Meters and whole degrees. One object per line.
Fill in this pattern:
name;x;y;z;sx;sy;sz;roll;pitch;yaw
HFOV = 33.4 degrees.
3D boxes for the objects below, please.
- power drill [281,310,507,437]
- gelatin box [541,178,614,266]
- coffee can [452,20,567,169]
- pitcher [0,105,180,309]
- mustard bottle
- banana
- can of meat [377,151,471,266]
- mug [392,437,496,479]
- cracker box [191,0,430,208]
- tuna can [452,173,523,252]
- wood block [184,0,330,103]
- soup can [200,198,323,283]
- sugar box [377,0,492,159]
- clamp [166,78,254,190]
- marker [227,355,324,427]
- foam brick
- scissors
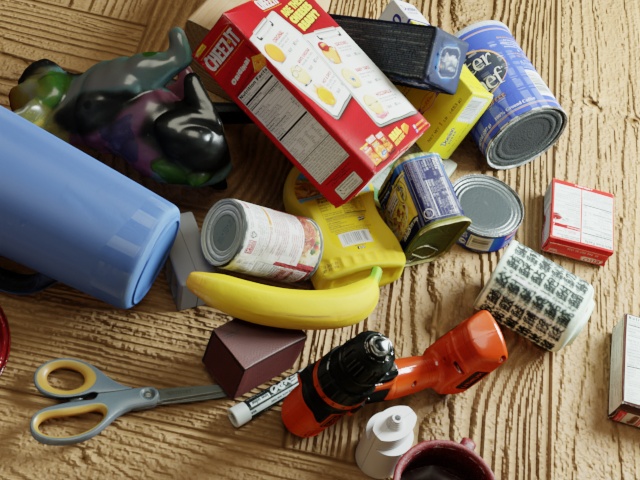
power drill;0.071;0.113;0.955;0.187;0.185;0.057;-9;69;-29
gelatin box;0.285;-0.020;1.180;0.073;0.030;0.089;14;53;-3
coffee can;0.204;-0.167;1.225;0.102;0.103;0.140;-14;59;-21
pitcher;-0.262;-0.026;0.987;0.243;0.149;0.145;27;68;2
mustard bottle;0.013;-0.036;1.118;0.096;0.058;0.192;-12;58;-16
banana;-0.025;0.056;0.996;0.197;0.037;0.070;1;30;-21
can of meat;0.103;-0.032;1.097;0.057;0.102;0.084;-13;69;-20
mug;0.104;0.224;0.931;0.093;0.082;0.117;26;54;8
cracker box;-0.006;-0.151;1.089;0.213;0.072;0.164;46;34;0
tuna can;0.175;-0.029;1.161;0.086;0.034;0.086;5;53;-8
wood block;-0.069;-0.264;1.248;0.090;0.091;0.205;28;54;9
soup can;-0.057;0.001;1.036;0.102;0.069;0.068;14;45;-42
sugar box;0.112;-0.185;1.213;0.048;0.093;0.176;3;42;-46
clamp;-0.149;-0.123;1.162;0.171;0.039;0.120;17;53;4
marker;-0.033;0.139;1.004;0.121;0.020;0.020;-27;63;-27
foam brick;-0.062;0.101;1.000;0.078;0.051;0.053;-24;61;-35
scissors;-0.174;0.132;0.983;0.201;0.016;0.096;-16;55;-27
